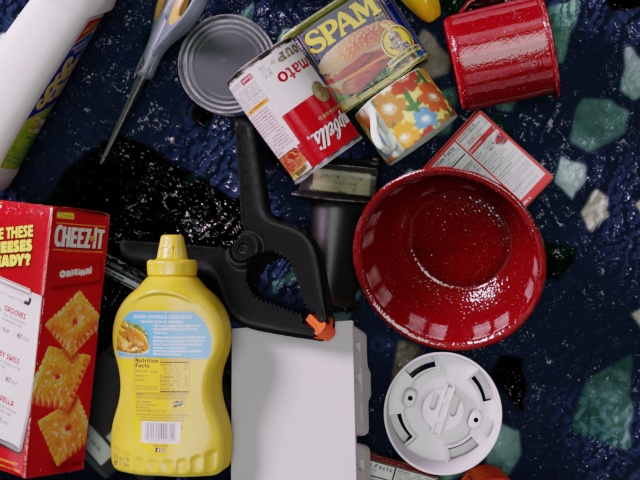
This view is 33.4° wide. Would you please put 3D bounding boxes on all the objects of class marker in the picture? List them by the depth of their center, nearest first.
[{"bbox_3d":[-0.191,0.021,0.947,0.121,0.020,0.020,27,91,3],"label":"marker"}]

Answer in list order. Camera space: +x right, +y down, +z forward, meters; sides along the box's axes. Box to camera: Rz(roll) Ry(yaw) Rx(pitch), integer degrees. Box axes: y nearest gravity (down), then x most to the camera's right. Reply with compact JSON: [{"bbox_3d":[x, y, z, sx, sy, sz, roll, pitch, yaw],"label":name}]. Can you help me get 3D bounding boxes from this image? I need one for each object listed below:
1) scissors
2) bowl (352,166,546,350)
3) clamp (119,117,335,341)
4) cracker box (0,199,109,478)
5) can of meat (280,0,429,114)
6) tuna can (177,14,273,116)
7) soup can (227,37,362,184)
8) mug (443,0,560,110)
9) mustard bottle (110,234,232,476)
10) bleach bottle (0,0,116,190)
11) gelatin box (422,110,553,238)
[{"bbox_3d":[-0.139,-0.155,0.916,0.016,0.096,0.202,20,89,-31],"label":"scissors"},{"bbox_3d":[0.111,0.009,0.896,0.162,0.055,0.162,7,112,18],"label":"bowl"},{"bbox_3d":[-0.056,0.001,0.902,0.210,0.036,0.164,37,90,26],"label":"clamp"},{"bbox_3d":[-0.262,0.074,0.893,0.164,0.072,0.214,7,91,36],"label":"cracker box"},{"bbox_3d":[0.031,-0.164,0.916,0.102,0.057,0.084,-33,91,3],"label":"can of meat"},{"bbox_3d":[-0.079,-0.152,0.932,0.086,0.033,0.086,0,90,3],"label":"tuna can"},{"bbox_3d":[-0.022,-0.107,0.880,0.068,0.068,0.102,-35,94,2],"label":"soup can"},{"bbox_3d":[0.149,-0.166,0.900,0.081,0.093,0.117,-12,59,7],"label":"mug"},{"bbox_3d":[-0.121,0.091,0.867,0.096,0.058,0.191,0,90,14],"label":"mustard bottle"},{"bbox_3d":[-0.236,-0.163,0.906,0.068,0.102,0.251,33,93,-3],"label":"bleach bottle"},{"bbox_3d":[0.143,-0.057,0.923,0.089,0.030,0.073,43,94,2],"label":"gelatin box"}]
